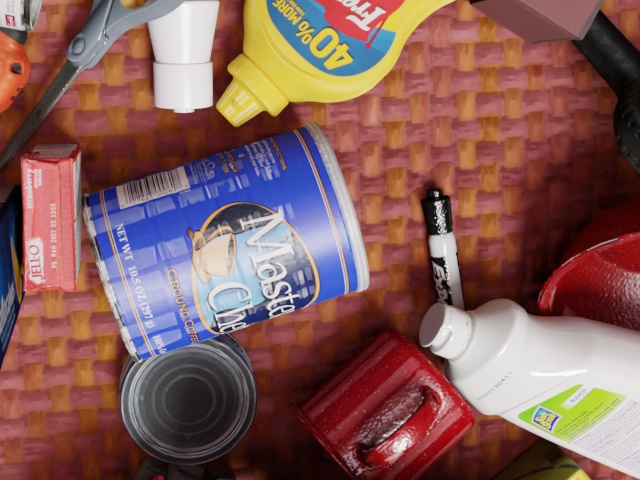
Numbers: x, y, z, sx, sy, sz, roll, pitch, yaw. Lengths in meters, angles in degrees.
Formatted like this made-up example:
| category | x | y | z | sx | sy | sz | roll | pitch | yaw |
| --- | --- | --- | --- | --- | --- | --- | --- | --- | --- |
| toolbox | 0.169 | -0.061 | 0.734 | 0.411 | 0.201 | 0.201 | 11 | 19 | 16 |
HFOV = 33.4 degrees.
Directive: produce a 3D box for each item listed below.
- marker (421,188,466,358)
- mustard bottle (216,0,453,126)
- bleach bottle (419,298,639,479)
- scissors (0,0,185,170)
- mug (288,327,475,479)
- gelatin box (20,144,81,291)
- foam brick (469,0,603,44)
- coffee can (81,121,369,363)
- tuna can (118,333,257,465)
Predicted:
| category | x | y | z | sx | sy | sz | roll | pitch | yaw |
| --- | --- | --- | --- | --- | --- | --- | --- | --- | --- |
| marker | 0.082 | 0.026 | 0.686 | 0.020 | 0.020 | 0.121 | -11 | 101 | -7 |
| mustard bottle | 0.013 | -0.139 | 0.625 | 0.191 | 0.058 | 0.096 | -44 | 94 | 1 |
| bleach bottle | 0.180 | 0.091 | 0.668 | 0.250 | 0.068 | 0.103 | 23 | 128 | -17 |
| scissors | -0.135 | -0.129 | 0.618 | 0.202 | 0.096 | 0.016 | -35 | 148 | 23 |
| mug | 0.042 | 0.108 | 0.648 | 0.081 | 0.117 | 0.093 | -42 | 91 | -5 |
| gelatin box | -0.152 | -0.015 | 0.605 | 0.030 | 0.089 | 0.073 | 0 | 100 | -10 |
| foam brick | 0.132 | -0.152 | 0.633 | 0.051 | 0.078 | 0.053 | 28 | 92 | -12 |
| coffee can | -0.054 | 0.001 | 0.617 | 0.140 | 0.103 | 0.103 | -18 | 102 | -6 |
| tuna can | -0.082 | 0.095 | 0.665 | 0.086 | 0.034 | 0.086 | -2 | 100 | -9 |
